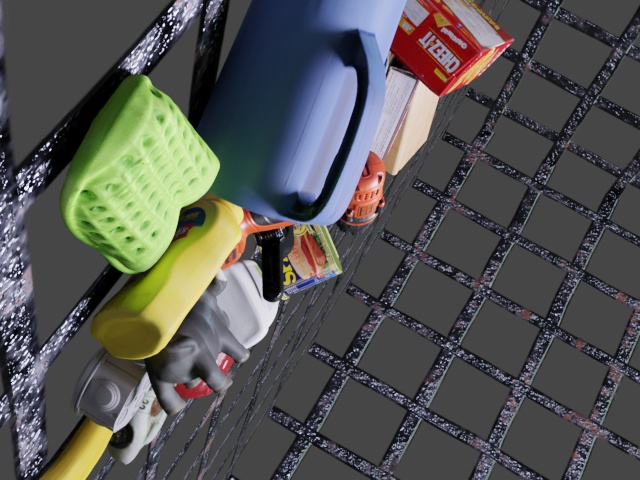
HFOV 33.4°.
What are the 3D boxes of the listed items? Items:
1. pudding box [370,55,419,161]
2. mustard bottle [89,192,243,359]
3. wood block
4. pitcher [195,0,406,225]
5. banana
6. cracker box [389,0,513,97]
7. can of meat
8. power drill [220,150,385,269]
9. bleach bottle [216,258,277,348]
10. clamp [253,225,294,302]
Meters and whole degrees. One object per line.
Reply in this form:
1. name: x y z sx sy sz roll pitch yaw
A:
1. pudding box: 0.076 -0.143 1.162 0.090 0.039 0.114 -66 178 -66
2. mustard bottle: -0.122 0.018 0.950 0.096 0.058 0.191 -25 -156 48
3. wood block: 0.097 -0.194 1.358 0.090 0.091 0.206 -48 163 -32
4. pitcher: -0.006 -0.138 0.855 0.145 0.149 0.243 -51 165 -71
5. banana: -0.247 0.223 1.028 0.197 0.037 0.070 -52 170 -53
6. cracker box: 0.115 -0.243 1.157 0.072 0.164 0.213 -46 177 22
7. can of meat: -0.028 0.014 1.375 0.084 0.102 0.057 -23 178 9
8. power drill: -0.026 -0.027 1.103 0.187 0.057 0.184 -18 164 -7
9. bleach bottle: -0.089 0.073 1.320 0.068 0.102 0.250 -26 178 7
10. clamp: -0.058 0.002 1.274 0.171 0.039 0.120 -42 120 -70
